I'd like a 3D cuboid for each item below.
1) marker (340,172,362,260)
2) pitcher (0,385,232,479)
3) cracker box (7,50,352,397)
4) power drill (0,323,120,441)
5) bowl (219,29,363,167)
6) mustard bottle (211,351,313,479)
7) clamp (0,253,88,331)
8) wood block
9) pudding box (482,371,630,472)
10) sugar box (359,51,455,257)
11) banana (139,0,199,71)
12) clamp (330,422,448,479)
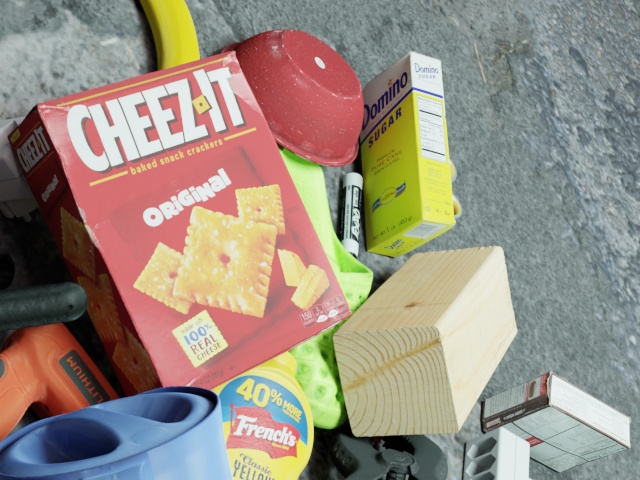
[{"bbox_3d":[0.028,-0.011,1.004,0.020,0.020,0.121,26,49,-28],"label":"marker"},{"bbox_3d":[-0.096,0.217,0.610,0.149,0.145,0.243,-26,106,-58],"label":"pitcher"},{"bbox_3d":[-0.092,-0.009,0.738,0.163,0.072,0.214,-23,89,-36],"label":"cracker box"},{"bbox_3d":[-0.202,0.147,0.665,0.184,0.057,0.187,55,41,-5],"label":"power drill"},{"bbox_3d":[-0.014,-0.145,0.995,0.162,0.055,0.162,30,32,-21],"label":"bowl"},{"bbox_3d":[-0.053,0.147,0.769,0.096,0.058,0.191,31,48,-19],"label":"mustard bottle"},{"bbox_3d":[-0.247,0.045,0.680,0.171,0.120,0.039,-13,103,-29],"label":"clamp"},{"bbox_3d":[0.095,0.079,0.903,0.205,0.091,0.090,-37,117,-62],"label":"wood block"},{"bbox_3d":[0.223,0.174,1.012,0.113,0.090,0.039,29,49,-26],"label":"pudding box"},{"bbox_3d":[0.080,-0.082,1.025,0.048,0.094,0.176,9,65,-32],"label":"sugar box"},{"bbox_3d":[-0.138,-0.171,0.940,0.069,0.037,0.198,19,53,-34],"label":"banana"},{"bbox_3d":[0.067,0.186,0.819,0.164,0.036,0.210,12,15,-1],"label":"clamp"}]
